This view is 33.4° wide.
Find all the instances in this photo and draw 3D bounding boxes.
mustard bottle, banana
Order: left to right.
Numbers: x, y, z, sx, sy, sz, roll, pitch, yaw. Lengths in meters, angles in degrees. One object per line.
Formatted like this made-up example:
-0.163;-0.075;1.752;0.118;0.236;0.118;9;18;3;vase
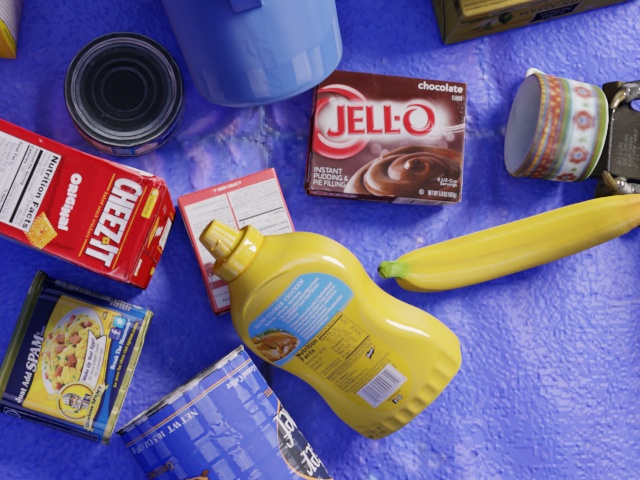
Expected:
-0.003;0.050;0.725;0.191;0.058;0.096;38;115;-15;mustard bottle
0.136;0.006;0.763;0.197;0.069;0.037;-16;91;-2;banana

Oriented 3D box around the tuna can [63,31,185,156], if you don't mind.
-0.140;-0.105;0.764;0.086;0.034;0.086;1;84;-6;tuna can

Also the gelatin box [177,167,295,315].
-0.055;0.001;0.765;0.073;0.030;0.089;-18;88;-9;gelatin box

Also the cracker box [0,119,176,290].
-0.203;-0.039;0.685;0.213;0.164;0.072;22;84;-4;cracker box

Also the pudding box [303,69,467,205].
0.048;-0.073;0.779;0.113;0.039;0.090;5;83;-6;pudding box

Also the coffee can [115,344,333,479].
-0.055;0.156;0.713;0.102;0.103;0.140;-34;89;-9;coffee can

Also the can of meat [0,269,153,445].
-0.169;0.081;0.732;0.084;0.057;0.102;19;83;-7;can of meat

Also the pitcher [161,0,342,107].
-0.060;-0.207;0.679;0.149;0.145;0.243;-44;133;-35;pitcher
